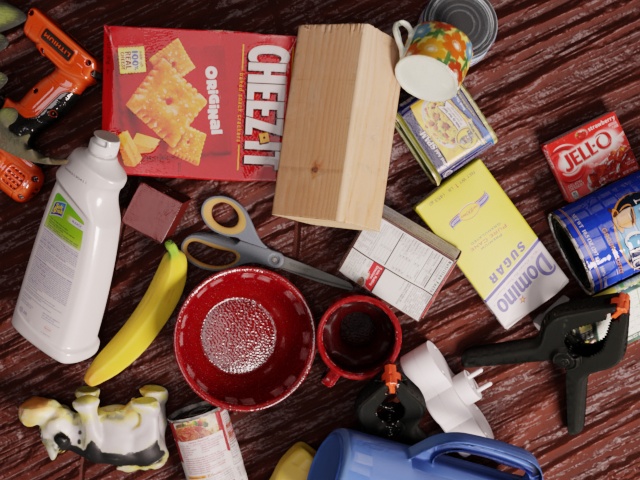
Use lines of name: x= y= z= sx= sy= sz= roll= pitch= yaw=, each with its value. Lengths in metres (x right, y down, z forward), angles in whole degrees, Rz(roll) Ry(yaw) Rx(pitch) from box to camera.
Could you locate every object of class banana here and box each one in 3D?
banana: x=-0.201 y=0.082 z=1.208 sx=0.037 sy=0.069 sz=0.198 roll=40 pitch=105 yaw=35

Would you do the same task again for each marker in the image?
marker: x=-0.128 y=0.134 z=1.234 sx=0.020 sy=0.020 sz=0.121 roll=-27 pitch=95 yaw=2

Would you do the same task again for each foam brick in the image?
foam brick: x=-0.182 y=-0.034 z=1.189 sx=0.053 sy=0.078 sz=0.051 roll=29 pitch=96 yaw=-3

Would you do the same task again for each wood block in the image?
wood block: x=0.020 y=-0.120 z=1.147 sx=0.091 sy=0.090 sz=0.206 roll=7 pitch=87 yaw=33

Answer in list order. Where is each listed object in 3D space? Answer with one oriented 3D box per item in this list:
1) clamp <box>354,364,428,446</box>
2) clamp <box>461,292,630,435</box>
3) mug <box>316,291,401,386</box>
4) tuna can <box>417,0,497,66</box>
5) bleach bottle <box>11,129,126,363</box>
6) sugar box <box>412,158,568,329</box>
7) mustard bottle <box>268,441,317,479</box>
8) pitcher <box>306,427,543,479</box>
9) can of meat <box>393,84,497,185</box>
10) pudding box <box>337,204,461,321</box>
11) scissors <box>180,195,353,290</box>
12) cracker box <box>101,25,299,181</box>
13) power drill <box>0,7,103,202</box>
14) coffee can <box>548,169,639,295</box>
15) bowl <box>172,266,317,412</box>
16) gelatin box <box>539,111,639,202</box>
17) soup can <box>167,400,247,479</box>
clamp: x=0.087 y=0.205 z=1.198 sx=0.120 sy=0.039 sz=0.172 roll=0 pitch=136 yaw=-10
clamp: x=0.278 y=0.131 z=1.179 sx=0.164 sy=0.036 sz=0.210 roll=37 pitch=133 yaw=-9
mug: x=0.036 y=0.113 z=1.201 sx=0.093 sy=0.081 sz=0.117 roll=29 pitch=94 yaw=-3
tuna can: x=0.152 y=-0.236 z=1.183 sx=0.086 sy=0.034 sz=0.086 roll=1 pitch=81 yaw=-7
bleach bottle: x=-0.258 y=0.003 z=1.154 sx=0.103 sy=0.068 sz=0.251 roll=31 pitch=114 yaw=20
sugar box: x=0.193 y=0.004 z=1.210 sx=0.093 sy=0.048 sz=0.176 roll=-38 pitch=93 yaw=4
mustard bottle: x=-0.054 y=0.331 z=1.233 sx=0.096 sy=0.058 sz=0.191 roll=43 pitch=93 yaw=-10
pitcher: x=0.115 y=0.282 z=1.166 sx=0.242 sy=0.145 sz=0.149 roll=21 pitch=69 yaw=-15
can of meat: x=0.136 y=-0.127 z=1.193 sx=0.084 sy=0.057 sz=0.102 roll=-34 pitch=94 yaw=1
pudding box: x=0.087 y=0.023 z=1.194 sx=0.113 sy=0.039 sz=0.090 roll=31 pitch=115 yaw=4
scissors: x=-0.058 y=0.002 z=1.224 sx=0.201 sy=0.016 sz=0.096 roll=5 pitch=95 yaw=-1
cracker box: x=-0.133 y=-0.149 z=1.181 sx=0.213 sy=0.072 sz=0.164 roll=3 pitch=96 yaw=-1
power drill: x=-0.345 y=-0.164 z=1.188 sx=0.184 sy=0.057 sz=0.188 roll=40 pitch=96 yaw=-2
coffee can: x=0.339 y=-0.015 z=1.181 sx=0.140 sy=0.103 sz=0.103 roll=-26 pitch=95 yaw=2
bowl: x=-0.088 y=0.109 z=1.204 sx=0.162 sy=0.055 sz=0.162 roll=0 pitch=89 yaw=-13
gelatin box: x=0.305 y=-0.095 z=1.209 sx=0.089 sy=0.030 sz=0.073 roll=-26 pitch=95 yaw=2
soup can: x=-0.128 y=0.240 z=1.220 sx=0.068 sy=0.068 sz=0.102 roll=-16 pitch=96 yaw=1
